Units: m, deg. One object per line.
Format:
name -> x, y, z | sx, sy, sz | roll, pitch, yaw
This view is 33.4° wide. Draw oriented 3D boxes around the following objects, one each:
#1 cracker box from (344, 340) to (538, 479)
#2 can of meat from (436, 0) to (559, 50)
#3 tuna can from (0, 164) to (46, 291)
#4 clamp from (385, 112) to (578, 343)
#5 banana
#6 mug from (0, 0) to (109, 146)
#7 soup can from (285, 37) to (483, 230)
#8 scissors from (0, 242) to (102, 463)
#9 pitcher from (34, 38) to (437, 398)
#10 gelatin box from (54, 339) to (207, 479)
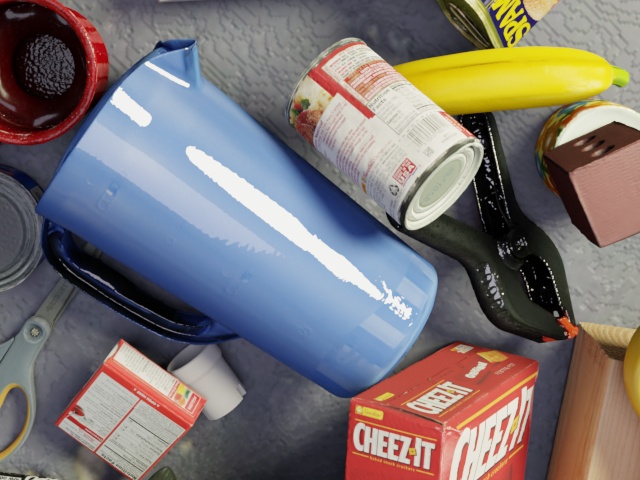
cracker box -> 0.078, 0.190, 0.697 | 0.072, 0.163, 0.214 | 11, 103, 28
can of meat -> 0.116, -0.169, 0.662 | 0.084, 0.102, 0.057 | -45, 67, 5
tuna can -> -0.226, -0.009, 0.725 | 0.086, 0.034, 0.086 | 0, 102, 0
clamp -> 0.110, 0.006, 0.703 | 0.120, 0.039, 0.171 | -37, 102, -32
banana -> 0.097, -0.095, 0.676 | 0.198, 0.069, 0.037 | -3, 76, 11
mug -> -0.188, -0.101, 0.683 | 0.093, 0.081, 0.117 | 32, 99, -7
soup can -> 0.038, -0.063, 0.632 | 0.102, 0.068, 0.068 | 44, 99, 22
scissors -> -0.220, 0.063, 0.749 | 0.096, 0.016, 0.202 | 20, 100, -4
pitcher -> -0.055, 0.001, 0.688 | 0.242, 0.149, 0.145 | 36, 71, -10
gelatin box -> -0.132, 0.119, 0.737 | 0.073, 0.030, 0.089 | 37, 128, -7
